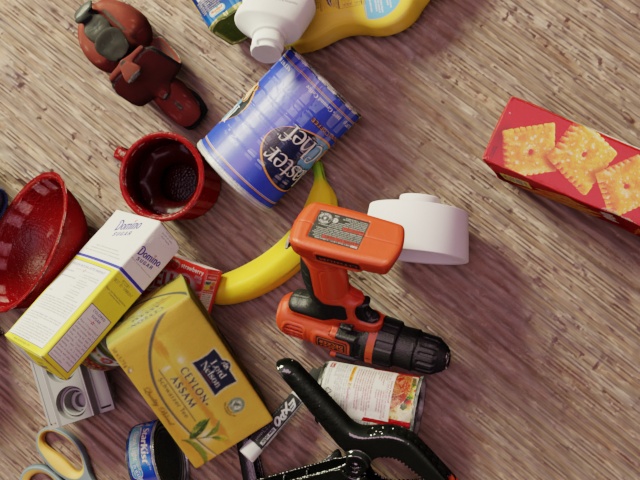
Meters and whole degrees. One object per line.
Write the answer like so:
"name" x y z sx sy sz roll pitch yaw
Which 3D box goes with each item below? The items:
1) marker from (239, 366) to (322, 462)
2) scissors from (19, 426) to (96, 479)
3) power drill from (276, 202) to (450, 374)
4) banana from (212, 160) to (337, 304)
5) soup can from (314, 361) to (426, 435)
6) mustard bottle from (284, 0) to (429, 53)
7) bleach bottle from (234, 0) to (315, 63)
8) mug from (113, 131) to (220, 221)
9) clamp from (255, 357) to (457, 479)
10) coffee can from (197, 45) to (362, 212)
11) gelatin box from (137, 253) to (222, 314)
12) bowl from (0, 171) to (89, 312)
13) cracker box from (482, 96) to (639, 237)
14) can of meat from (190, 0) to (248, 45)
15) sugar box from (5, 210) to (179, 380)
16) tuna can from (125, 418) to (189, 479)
"marker" -0.037 0.178 1.105 0.020 0.020 0.121 40 76 11
"scissors" -0.254 0.294 1.171 0.096 0.016 0.202 -43 80 10
"power drill" 0.041 0.054 1.035 0.184 0.188 0.057 14 52 13
"banana" -0.044 0.010 1.127 0.198 0.037 0.070 -47 56 5
"soup can" 0.051 0.163 1.080 0.102 0.068 0.068 8 89 13
"mustard bottle" 0.049 -0.257 1.102 0.192 0.058 0.096 -9 75 12
"bleach bottle" -0.049 -0.287 1.067 0.102 0.068 0.251 6 62 -1
"mug" -0.165 -0.069 1.132 0.117 0.081 0.093 24 93 12
"clamp" 0.033 0.204 1.045 0.210 0.036 0.165 11 114 9
"coffee can" -0.042 -0.113 1.095 0.140 0.102 0.103 -45 79 7
"gelatin box" -0.154 0.054 1.136 0.089 0.030 0.073 19 93 35
"bowl" -0.298 0.010 1.150 0.162 0.055 0.162 -28 49 38
"cracker box" 0.265 -0.053 0.991 0.214 0.164 0.072 26 95 13
"can of meat" -0.105 -0.258 1.117 0.057 0.102 0.084 -34 83 10
"sugar box" -0.226 0.051 1.065 0.093 0.048 0.176 14 56 50
"tuna can" -0.171 0.231 1.119 0.034 0.086 0.086 -15 84 13
